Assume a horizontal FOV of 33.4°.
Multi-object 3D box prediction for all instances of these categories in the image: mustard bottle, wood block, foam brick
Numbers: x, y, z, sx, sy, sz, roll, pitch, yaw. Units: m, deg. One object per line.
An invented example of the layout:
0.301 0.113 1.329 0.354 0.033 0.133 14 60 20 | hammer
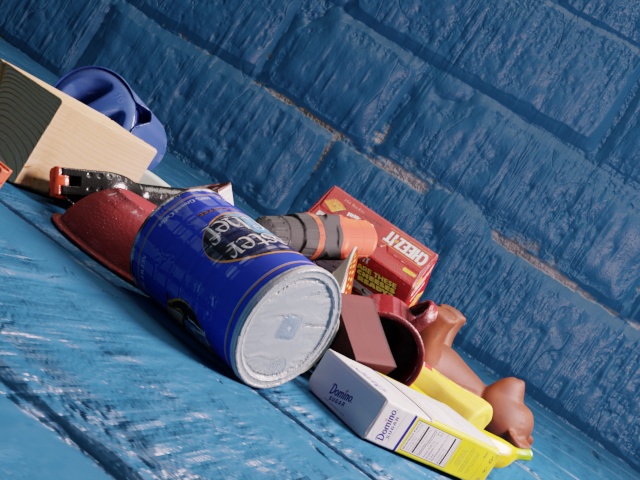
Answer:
0.102 0.158 1.220 0.192 0.058 0.096 34 1 23 | mustard bottle
-0.262 -0.097 1.074 0.090 0.091 0.206 33 2 18 | wood block
0.026 0.096 1.006 0.051 0.053 0.078 11 48 -39 | foam brick

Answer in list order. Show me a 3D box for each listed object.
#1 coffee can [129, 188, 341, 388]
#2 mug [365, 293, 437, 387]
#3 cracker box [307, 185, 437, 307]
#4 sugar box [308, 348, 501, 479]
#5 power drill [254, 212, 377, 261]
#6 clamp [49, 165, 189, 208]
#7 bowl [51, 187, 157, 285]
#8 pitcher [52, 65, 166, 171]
-0.067 0.034 0.829 0.140 0.103 0.102 35 3 38 | coffee can
0.071 0.098 1.109 0.093 0.117 0.081 52 13 -9 | mug
0.049 0.048 1.396 0.164 0.072 0.214 34 -33 12 | cracker box
0.076 0.160 0.953 0.176 0.048 0.093 27 6 -40 | sugar box
-0.058 0.001 1.188 0.188 0.057 0.184 -2 -5 42 | power drill
-0.208 -0.040 1.045 0.120 0.039 0.171 -18 -20 35 | clamp
-0.156 0.000 0.953 0.162 0.055 0.162 33 2 -2 | bowl
-0.319 -0.167 1.590 0.149 0.145 0.243 46 0 8 | pitcher
